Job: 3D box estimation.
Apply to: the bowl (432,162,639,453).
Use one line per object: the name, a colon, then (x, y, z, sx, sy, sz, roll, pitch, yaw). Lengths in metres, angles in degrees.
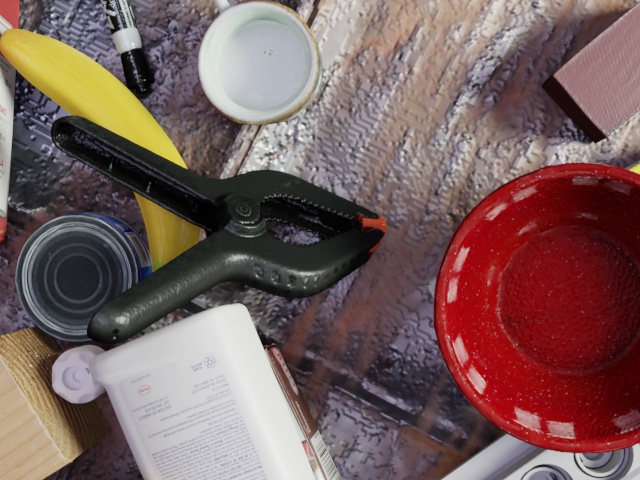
bowl: (0.147, 0.037, 0.612, 0.162, 0.055, 0.162, 0, 92, 9)

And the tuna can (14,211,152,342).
tuna can: (-0.155, 0.024, 0.703, 0.086, 0.033, 0.086, 0, 92, 6)

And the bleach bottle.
bleach bottle: (-0.047, 0.170, 0.632, 0.103, 0.068, 0.251, -23, 83, 16)

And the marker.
marker: (-0.134, -0.155, 0.702, 0.020, 0.020, 0.121, -18, 90, 7)

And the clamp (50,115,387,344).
clamp: (-0.054, 0.001, 0.634, 0.209, 0.164, 0.036, 8, 135, -22)

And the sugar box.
sugar box: (0.164, 0.022, 0.661, 0.176, 0.048, 0.093, -30, 88, 10)

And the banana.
banana: (-0.129, -0.059, 0.684, 0.037, 0.069, 0.198, -36, 84, 43)

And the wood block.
wood block: (-0.254, 0.149, 0.690, 0.206, 0.090, 0.090, -33, 88, 6)
